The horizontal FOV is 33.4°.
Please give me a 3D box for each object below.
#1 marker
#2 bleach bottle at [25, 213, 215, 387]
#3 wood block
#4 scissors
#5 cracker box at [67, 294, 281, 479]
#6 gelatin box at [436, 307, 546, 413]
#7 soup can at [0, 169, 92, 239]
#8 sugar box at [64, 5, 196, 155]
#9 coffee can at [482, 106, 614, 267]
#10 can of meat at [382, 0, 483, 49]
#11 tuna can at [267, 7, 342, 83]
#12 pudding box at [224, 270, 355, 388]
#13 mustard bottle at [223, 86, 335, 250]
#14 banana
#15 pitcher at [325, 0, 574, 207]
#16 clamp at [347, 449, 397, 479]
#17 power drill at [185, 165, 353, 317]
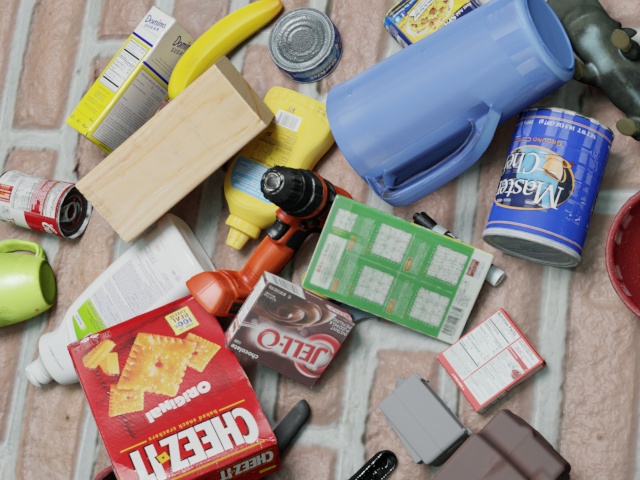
[{"bbox_3d":[0.149,0.007,1.164,0.121,0.020,0.020,39,90,22],"label":"marker"},{"bbox_3d":[-0.244,0.081,1.246,0.251,0.068,0.103,-36,70,8],"label":"bleach bottle"},{"bbox_3d":[-0.160,-0.102,1.190,0.206,0.091,0.090,-38,100,12],"label":"wood block"},{"bbox_3d":[0.059,0.058,1.181,0.202,0.016,0.096,-15,74,13],"label":"scissors"},{"bbox_3d":[-0.159,0.174,1.138,0.164,0.072,0.214,-21,54,-14],"label":"cracker box"},{"bbox_3d":[0.179,0.126,1.119,0.089,0.030,0.073,-38,67,5],"label":"gelatin box"},{"bbox_3d":[-0.341,-0.045,1.305,0.102,0.068,0.068,13,80,20],"label":"soup can"},{"bbox_3d":[-0.223,-0.189,1.292,0.048,0.093,0.176,34,87,22],"label":"sugar box"},{"bbox_3d":[0.236,-0.054,1.108,0.103,0.102,0.140,15,81,20],"label":"coffee can"},{"bbox_3d":[0.133,-0.249,1.215,0.102,0.057,0.084,-40,66,3],"label":"can of meat"},{"bbox_3d":[-0.019,-0.233,1.270,0.086,0.033,0.086,-4,75,16],"label":"tuna can"},{"bbox_3d":[-0.033,0.095,1.146,0.113,0.039,0.090,28,106,-16],"label":"pudding box"},{"bbox_3d":[-0.057,-0.076,1.229,0.096,0.058,0.191,25,84,23],"label":"mustard bottle"},{"bbox_3d":[-0.124,-0.226,1.286,0.070,0.037,0.197,24,66,33],"label":"banana"},{"bbox_3d":[0.136,-0.149,1.105,0.243,0.144,0.149,-28,94,32],"label":"pitcher"},{"bbox_3d":[0.014,0.283,1.112,0.172,0.120,0.039,-25,109,24],"label":"clamp"},{"bbox_3d":[-0.058,0.001,1.153,0.188,0.184,0.057,-45,67,12],"label":"power drill"}]
